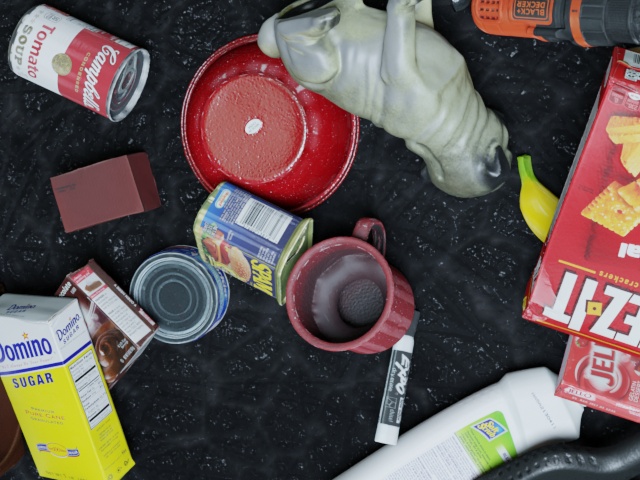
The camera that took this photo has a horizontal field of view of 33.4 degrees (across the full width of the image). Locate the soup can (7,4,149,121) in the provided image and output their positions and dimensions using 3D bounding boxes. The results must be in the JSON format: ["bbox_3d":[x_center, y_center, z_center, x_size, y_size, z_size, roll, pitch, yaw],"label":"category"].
[{"bbox_3d":[-0.209,-0.155,0.925,0.102,0.068,0.068,26,103,8],"label":"soup can"}]

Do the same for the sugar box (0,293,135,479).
[{"bbox_3d":[-0.234,0.134,0.949,0.093,0.048,0.176,1,119,33],"label":"sugar box"}]

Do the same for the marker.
[{"bbox_3d":[0.067,0.113,0.913,0.020,0.020,0.121,9,79,10],"label":"marker"}]

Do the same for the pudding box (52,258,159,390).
[{"bbox_3d":[-0.204,0.083,0.954,0.090,0.039,0.114,44,130,2],"label":"pudding box"}]

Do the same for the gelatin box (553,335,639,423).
[{"bbox_3d":[0.236,0.095,0.863,0.073,0.030,0.089,18,59,9],"label":"gelatin box"}]

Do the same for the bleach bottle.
[{"bbox_3d":[0.130,0.190,0.911,0.251,0.068,0.102,-33,95,12],"label":"bleach bottle"}]

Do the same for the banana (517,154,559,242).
[{"bbox_3d":[0.244,-0.006,0.868,0.198,0.037,0.070,20,104,8],"label":"banana"}]

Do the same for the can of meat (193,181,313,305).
[{"bbox_3d":[-0.056,0.001,0.900,0.084,0.102,0.057,27,70,9],"label":"can of meat"}]

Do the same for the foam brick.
[{"bbox_3d":[-0.189,-0.043,0.946,0.078,0.051,0.053,-14,95,13],"label":"foam brick"}]

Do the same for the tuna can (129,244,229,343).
[{"bbox_3d":[-0.127,0.049,0.956,0.086,0.033,0.086,2,99,12],"label":"tuna can"}]

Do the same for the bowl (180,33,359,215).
[{"bbox_3d":[-0.050,-0.095,0.907,0.162,0.055,0.162,2,99,11],"label":"bowl"}]

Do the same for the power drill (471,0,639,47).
[{"bbox_3d":[0.196,-0.238,0.788,0.185,0.057,0.188,15,107,43],"label":"power drill"}]

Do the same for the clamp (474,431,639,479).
[{"bbox_3d":[0.226,0.188,0.852,0.210,0.036,0.164,-3,129,1],"label":"clamp"}]

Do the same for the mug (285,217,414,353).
[{"bbox_3d":[0.032,0.039,0.889,0.093,0.081,0.117,8,81,24],"label":"mug"}]
